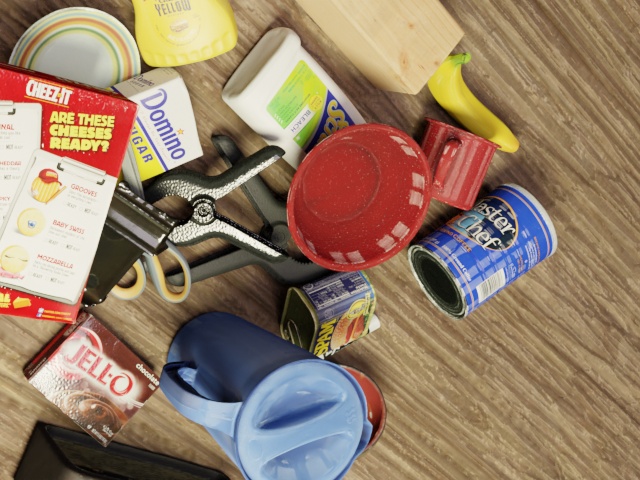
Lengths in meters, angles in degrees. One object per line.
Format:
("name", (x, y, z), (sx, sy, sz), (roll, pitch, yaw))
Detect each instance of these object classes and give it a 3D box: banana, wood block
("banana", (0.165, -0.155, 1.200), (0.037, 0.070, 0.197), (-56, 144, -5))
("wood block", (0.042, -0.257, 1.110), (0.206, 0.091, 0.090), (43, 80, -27))

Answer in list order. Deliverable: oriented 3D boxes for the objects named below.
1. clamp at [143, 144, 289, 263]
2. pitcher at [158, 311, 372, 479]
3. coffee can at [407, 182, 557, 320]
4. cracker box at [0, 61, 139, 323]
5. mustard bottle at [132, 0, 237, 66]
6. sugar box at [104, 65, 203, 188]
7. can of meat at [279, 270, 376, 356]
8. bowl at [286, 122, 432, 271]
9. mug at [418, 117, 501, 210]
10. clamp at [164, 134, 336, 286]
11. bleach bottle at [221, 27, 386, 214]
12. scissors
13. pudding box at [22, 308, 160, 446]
("clamp", (-0.110, -0.043, 1.073), (0.171, 0.039, 0.120), (6, 97, -6))
("pitcher", (-0.074, 0.147, 1.048), (0.145, 0.243, 0.149), (-36, 114, -16))
("coffee can", (0.187, 0.012, 1.233), (0.140, 0.103, 0.103), (-34, 114, -17))
("cracker box", (-0.272, -0.044, 0.940), (0.163, 0.072, 0.214), (11, 102, -35))
("mustard bottle", (-0.145, -0.260, 0.995), (0.096, 0.058, 0.191), (-10, 128, 7))
("sugar box", (-0.207, -0.095, 1.033), (0.176, 0.048, 0.093), (-25, 128, -18))
("can of meat", (0.009, 0.080, 1.164), (0.083, 0.057, 0.102), (-22, 149, -25))
("bowl", (0.032, -0.051, 1.105), (0.162, 0.055, 0.162), (-9, 116, -19))
("mug", (0.144, -0.084, 1.189), (0.093, 0.117, 0.081), (22, 96, 7))
("clamp", (-0.058, 0.001, 1.144), (0.209, 0.036, 0.164), (26, 90, -25))
("bleach bottle", (0.014, -0.108, 1.144), (0.250, 0.068, 0.102), (41, 83, -30))
("scissors", (-0.193, -0.016, 1.050), (0.096, 0.016, 0.201), (-18, 119, 11))
("pudding box", (-0.230, 0.139, 1.084), (0.090, 0.039, 0.113), (-48, 117, -11))
